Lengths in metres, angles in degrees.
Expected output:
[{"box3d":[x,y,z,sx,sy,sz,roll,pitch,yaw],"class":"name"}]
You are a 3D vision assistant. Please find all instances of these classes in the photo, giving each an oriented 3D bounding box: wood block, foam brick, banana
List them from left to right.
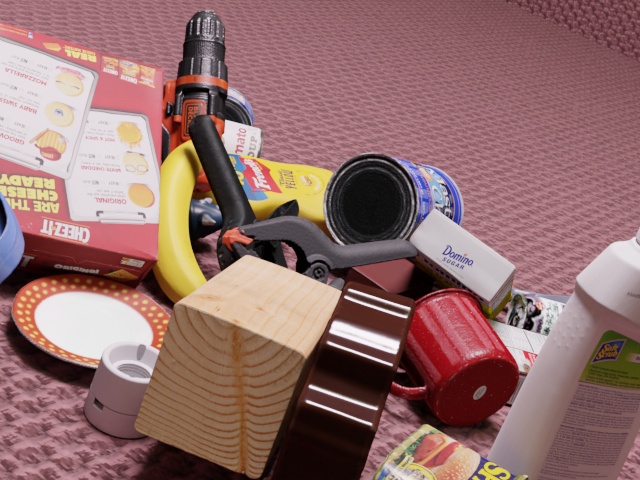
[{"box3d":[-0.125,-0.013,0.957,0.069,0.037,0.198,13,53,-37],"class":"banana"},{"box3d":[-0.049,0.080,0.762,0.090,0.091,0.206,21,10,5],"class":"wood block"},{"box3d":[0.062,0.052,1.012,0.053,0.051,0.078,35,28,29],"class":"foam brick"}]

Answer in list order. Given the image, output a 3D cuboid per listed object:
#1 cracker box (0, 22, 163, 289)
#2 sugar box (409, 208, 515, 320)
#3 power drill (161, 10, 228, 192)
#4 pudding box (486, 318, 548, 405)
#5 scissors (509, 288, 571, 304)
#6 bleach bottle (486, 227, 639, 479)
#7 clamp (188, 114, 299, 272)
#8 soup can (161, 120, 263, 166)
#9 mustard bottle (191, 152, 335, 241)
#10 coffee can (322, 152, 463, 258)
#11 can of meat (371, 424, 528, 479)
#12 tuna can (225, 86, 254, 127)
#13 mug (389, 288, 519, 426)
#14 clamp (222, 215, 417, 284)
[{"box3d":[-0.225,-0.073,0.921,0.164,0.072,0.213,13,54,-24],"class":"cracker box"},{"box3d":[0.136,0.028,1.016,0.093,0.048,0.176,37,0,14],"class":"sugar box"},{"box3d":[-0.185,-0.140,1.068,0.188,0.184,0.057,0,-11,11],"class":"power drill"},{"box3d":[0.198,0.120,0.987,0.113,0.039,0.090,17,23,-9],"class":"pudding box"},{"box3d":[0.219,0.064,1.137,0.202,0.016,0.096,9,-11,21],"class":"scissors"},{"box3d":[0.205,0.097,0.775,0.102,0.251,0.068,9,26,-24],"class":"bleach bottle"},{"box3d":[-0.056,0.001,0.979,0.164,0.036,0.210,36,34,-49],"class":"clamp"},{"box3d":[-0.120,-0.104,1.185,0.102,0.068,0.068,14,25,-12],"class":"soup can"},{"box3d":[-0.073,-0.052,1.121,0.191,0.058,0.096,9,39,-21],"class":"mustard bottle"},{"box3d":[0.078,-0.033,1.103,0.103,0.103,0.140,31,11,23],"class":"coffee can"},{"box3d":[0.086,0.181,0.749,0.084,0.057,0.101,27,24,23],"class":"can of meat"},{"box3d":[-0.119,-0.134,1.229,0.086,0.086,0.034,15,26,-11],"class":"tuna can"},{"box3d":[0.104,0.103,0.898,0.117,0.093,0.081,-10,38,-19],"class":"mug"},{"box3d":[0.002,0.022,0.909,0.171,0.120,0.039,35,-19,-19],"class":"clamp"}]
